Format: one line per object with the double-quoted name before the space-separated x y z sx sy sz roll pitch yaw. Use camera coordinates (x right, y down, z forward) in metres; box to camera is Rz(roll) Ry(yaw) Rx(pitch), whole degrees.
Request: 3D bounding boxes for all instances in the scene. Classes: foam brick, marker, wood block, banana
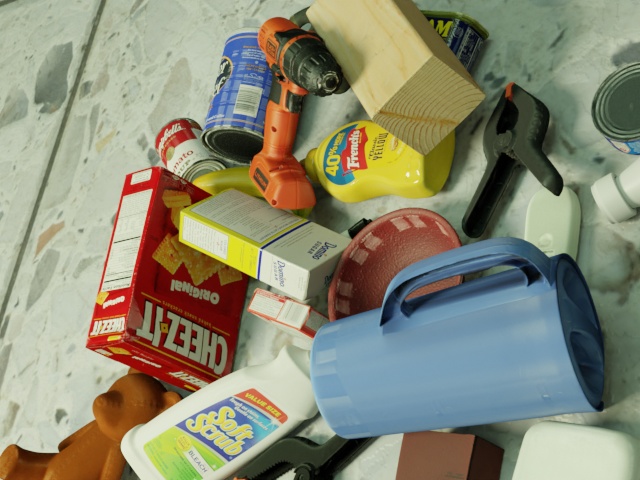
"foam brick" 0.116 0.203 0.962 0.078 0.051 0.053 -1 67 41
"marker" 0.010 0.011 1.186 0.121 0.020 0.020 -34 48 22
"wood block" 0.073 -0.195 1.113 0.090 0.090 0.206 -45 43 18
"banana" -0.070 -0.062 1.268 0.069 0.037 0.198 -28 32 -36

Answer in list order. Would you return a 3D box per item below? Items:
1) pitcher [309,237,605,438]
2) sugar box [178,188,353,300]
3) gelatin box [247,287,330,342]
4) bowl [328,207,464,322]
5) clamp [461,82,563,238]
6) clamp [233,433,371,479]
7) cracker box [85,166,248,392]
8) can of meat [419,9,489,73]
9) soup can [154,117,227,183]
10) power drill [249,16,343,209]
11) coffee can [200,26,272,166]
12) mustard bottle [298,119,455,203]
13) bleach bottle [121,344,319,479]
"pitcher" 0.112 0.093 0.921 0.243 0.144 0.149 -15 78 25
"sugar box" -0.058 0.002 1.156 0.176 0.093 0.048 27 125 27
"gelatin box" -0.023 0.084 1.135 0.089 0.073 0.030 16 77 46
"bowl" 0.087 0.050 1.070 0.162 0.055 0.162 -21 54 32
"clamp" 0.186 -0.082 1.063 0.120 0.039 0.171 -31 35 33
"clamp" -0.004 0.247 1.051 0.210 0.036 0.164 -20 54 34
"cracker box" -0.162 0.045 1.212 0.072 0.164 0.213 -13 59 39
"can of meat" 0.124 -0.204 1.183 0.102 0.057 0.084 17 81 46
"soup can" -0.165 -0.103 1.369 0.068 0.068 0.102 -46 46 11
"power drill" -0.028 -0.132 1.147 0.184 0.057 0.188 -125 39 -58
"coffee can" -0.082 -0.175 1.312 0.103 0.102 0.140 -6 63 39
"mustard bottle" 0.052 -0.089 1.178 0.192 0.058 0.096 -3 63 40
"bleach bottle" -0.087 0.179 1.123 0.251 0.068 0.102 -37 90 18
